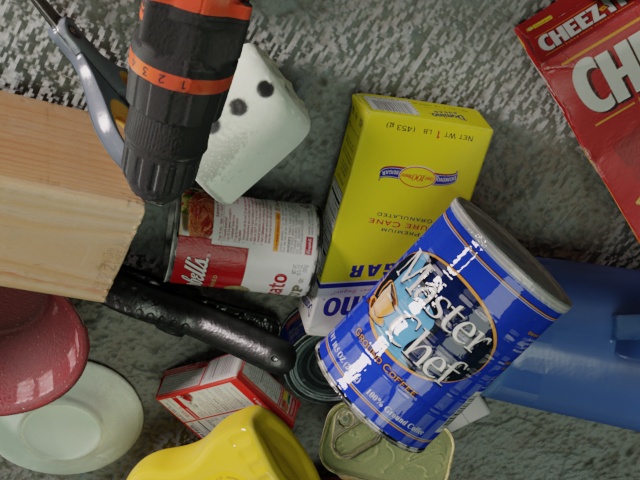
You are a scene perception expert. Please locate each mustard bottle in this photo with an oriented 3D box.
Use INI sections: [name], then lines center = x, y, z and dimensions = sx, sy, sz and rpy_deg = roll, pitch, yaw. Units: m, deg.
[mustard bottle]
center = -0.098, 0.203, 0.830
dimensions = 0.192, 0.058, 0.096
rpy_deg = -28, 106, 26

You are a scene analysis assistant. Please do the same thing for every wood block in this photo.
[wood block]
center = -0.222, -0.037, 0.657
dimensions = 0.205, 0.091, 0.090
rpy_deg = 12, 130, -24

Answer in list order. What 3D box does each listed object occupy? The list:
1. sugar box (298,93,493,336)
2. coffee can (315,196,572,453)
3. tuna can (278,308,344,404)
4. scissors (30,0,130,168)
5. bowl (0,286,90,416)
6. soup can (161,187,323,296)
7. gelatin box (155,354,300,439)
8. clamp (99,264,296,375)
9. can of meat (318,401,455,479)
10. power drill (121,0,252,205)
[sugar box]
center = 0.049, -0.011, 0.750
dimensions = 0.093, 0.048, 0.176
rpy_deg = 7, 115, -15
[coffee can]
center = 0.080, 0.056, 0.708
dimensions = 0.102, 0.103, 0.140
rpy_deg = 35, 105, -28
[tuna can]
center = 0.011, 0.087, 0.833
dimensions = 0.086, 0.034, 0.086
rpy_deg = -4, 125, -5
[scissors]
center = -0.149, -0.108, 0.641
dimensions = 0.016, 0.096, 0.201
rpy_deg = -31, 127, 19
[bowl]
center = -0.242, 0.052, 0.754
dimensions = 0.162, 0.055, 0.162
rpy_deg = -1, 130, -2
[soup can]
center = -0.055, 0.001, 0.741
dimensions = 0.102, 0.068, 0.069
rpy_deg = 7, 124, -12
[gelatin box]
center = -0.073, 0.124, 0.834
dimensions = 0.089, 0.030, 0.073
rpy_deg = -19, 129, 34
[clamp]
center = -0.094, 0.052, 0.750
dimensions = 0.171, 0.120, 0.039
rpy_deg = 18, 87, -18
[can of meat]
center = 0.054, 0.171, 0.853
dimensions = 0.102, 0.057, 0.084
rpy_deg = 12, 164, 10
[power drill]
center = -0.072, -0.135, 0.571
dimensions = 0.057, 0.187, 0.185
rpy_deg = 10, 121, -17
